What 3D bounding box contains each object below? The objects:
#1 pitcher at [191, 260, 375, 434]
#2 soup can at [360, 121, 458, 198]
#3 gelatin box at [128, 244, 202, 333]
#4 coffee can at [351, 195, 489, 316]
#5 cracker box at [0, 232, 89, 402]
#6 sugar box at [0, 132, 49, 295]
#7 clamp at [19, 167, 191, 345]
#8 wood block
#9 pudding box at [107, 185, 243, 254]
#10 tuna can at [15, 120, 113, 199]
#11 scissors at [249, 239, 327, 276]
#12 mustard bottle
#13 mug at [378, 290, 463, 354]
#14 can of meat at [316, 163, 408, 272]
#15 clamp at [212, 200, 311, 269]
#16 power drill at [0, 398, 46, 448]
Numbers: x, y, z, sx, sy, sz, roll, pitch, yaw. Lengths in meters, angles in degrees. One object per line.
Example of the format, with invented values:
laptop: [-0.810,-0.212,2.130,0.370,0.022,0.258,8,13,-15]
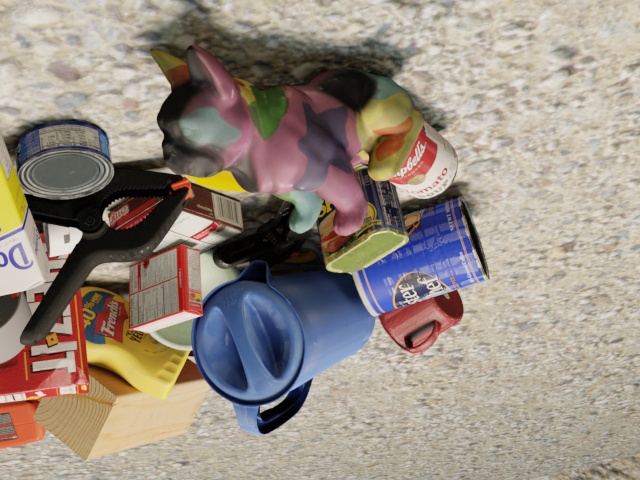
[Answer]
pitcher: [-0.030,0.107,1.196,0.149,0.145,0.242,-44,166,21]
soup can: [0.084,-0.086,1.037,0.069,0.068,0.102,-24,154,24]
gelatin box: [-0.163,0.052,1.121,0.089,0.073,0.030,-21,154,37]
coffee can: [0.112,0.018,1.228,0.140,0.103,0.102,-19,155,13]
cracker box: [-0.347,0.082,1.073,0.213,0.164,0.072,-5,167,-14]
sugar box: [-0.301,-0.032,0.903,0.093,0.048,0.176,-12,120,0]
clamp: [-0.216,-0.002,1.001,0.209,0.164,0.036,-17,164,-12]
wood block: [-0.232,0.189,1.291,0.090,0.091,0.205,-62,157,12]
pudding box: [-0.149,-0.020,1.107,0.090,0.039,0.113,-27,150,32]
tuna can: [-0.231,-0.072,0.962,0.086,0.034,0.086,-10,155,-5]
scissors: [0.014,0.022,1.296,0.201,0.016,0.096,-3,154,-20]
mustard bottle: [-0.245,0.104,1.230,0.191,0.096,0.058,26,132,-3]
mug: [0.133,0.097,1.399,0.093,0.117,0.082,38,125,-26]
can of meat: [0.041,-0.022,1.132,0.057,0.084,0.102,11,147,-41]
clamp: [-0.058,0.001,1.144,0.120,0.039,0.171,-32,165,-6]
power drill: [-0.339,0.199,1.358,0.185,0.057,0.187,-14,-172,21]
